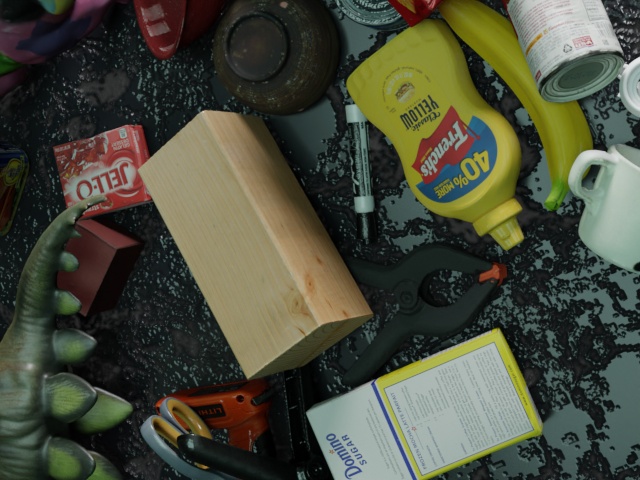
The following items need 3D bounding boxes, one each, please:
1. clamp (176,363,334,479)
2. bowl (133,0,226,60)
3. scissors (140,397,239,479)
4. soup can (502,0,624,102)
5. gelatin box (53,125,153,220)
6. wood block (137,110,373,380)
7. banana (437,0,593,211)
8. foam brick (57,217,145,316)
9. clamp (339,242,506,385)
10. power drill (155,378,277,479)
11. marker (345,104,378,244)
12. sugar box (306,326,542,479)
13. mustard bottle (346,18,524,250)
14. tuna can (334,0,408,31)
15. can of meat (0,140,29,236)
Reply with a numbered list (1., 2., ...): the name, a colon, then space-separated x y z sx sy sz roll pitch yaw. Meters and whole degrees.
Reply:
1. clamp: -0.013 0.191 0.924 0.036 0.164 0.210 -26 109 46
2. bowl: -0.118 -0.237 0.914 0.162 0.055 0.162 171 90 -66
3. scissors: -0.076 0.203 0.921 0.016 0.096 0.201 -43 115 13
4. soup can: 0.181 -0.165 0.810 0.069 0.068 0.102 -25 67 21
5. gelatin box: -0.201 -0.063 1.003 0.089 0.030 0.073 -12 91 22
6. wood block: -0.055 0.001 0.902 0.091 0.090 0.206 -38 73 27
7. banana: 0.162 -0.119 0.840 0.037 0.069 0.198 -43 68 47
8. foam brick: -0.212 0.024 1.004 0.051 0.053 0.078 32 105 15
9. clamp: 0.075 0.059 0.905 0.172 0.039 0.120 -8 95 27
10. power drill: -0.092 0.228 0.978 0.185 0.057 0.187 -12 94 18
11. marker: 0.036 -0.057 0.919 0.020 0.020 0.121 -4 94 21
12. sugar box: 0.087 0.149 0.891 0.176 0.048 0.093 -24 86 12
13. mustard bottle: 0.107 -0.077 0.868 0.096 0.058 0.191 -35 83 27
14. tuna can: 0.051 -0.219 0.888 0.086 0.033 0.086 2 96 21
15. can of meat: -0.334 -0.048 1.027 0.057 0.083 0.102 27 104 16
